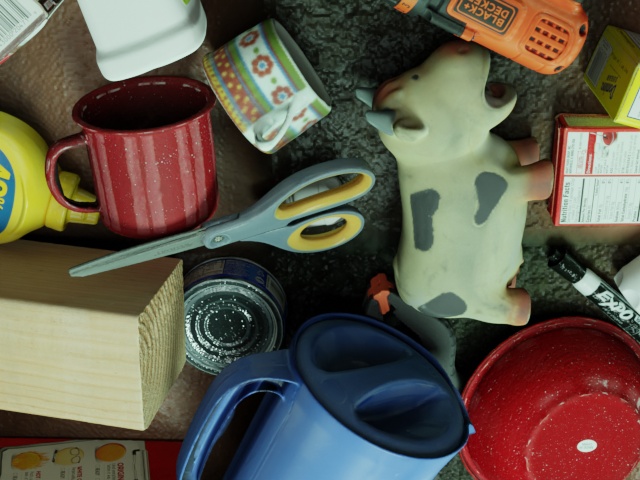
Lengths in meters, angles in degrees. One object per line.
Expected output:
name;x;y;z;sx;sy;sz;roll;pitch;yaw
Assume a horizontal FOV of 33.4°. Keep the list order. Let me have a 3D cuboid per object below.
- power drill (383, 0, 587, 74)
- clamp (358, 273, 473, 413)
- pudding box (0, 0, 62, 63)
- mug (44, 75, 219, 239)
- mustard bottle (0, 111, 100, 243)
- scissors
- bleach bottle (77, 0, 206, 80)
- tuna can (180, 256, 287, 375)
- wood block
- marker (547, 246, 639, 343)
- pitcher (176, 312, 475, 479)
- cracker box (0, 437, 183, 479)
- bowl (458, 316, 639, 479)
power drill;0.099;-0.204;0.586;0.184;0.057;0.188;23;117;-13
clamp;0.062;0.107;0.804;0.120;0.039;0.171;-30;112;4
pudding box;-0.211;-0.130;0.668;0.114;0.090;0.039;-35;112;16
mug;-0.121;-0.051;0.700;0.117;0.093;0.081;-17;123;-20
mustard bottle;-0.242;-0.047;0.726;0.191;0.058;0.096;17;120;-7
scissors;-0.055;0.001;0.704;0.202;0.016;0.096;-23;148;6
bleach bottle;-0.142;-0.225;0.613;0.068;0.102;0.251;-19;115;5
tuna can;-0.068;0.057;0.786;0.086;0.033;0.086;1;116;1
wood block;-0.206;0.058;0.739;0.206;0.090;0.090;6;116;10
marker;0.211;0.044;0.781;0.121;0.020;0.020;38;111;-16
pitcher;-0.018;0.176;0.754;0.149;0.144;0.243;38;119;14
cracker box;-0.213;0.224;0.799;0.213;0.164;0.072;1;117;1
bowl;0.184;0.140;0.790;0.162;0.055;0.162;-4;112;-11
